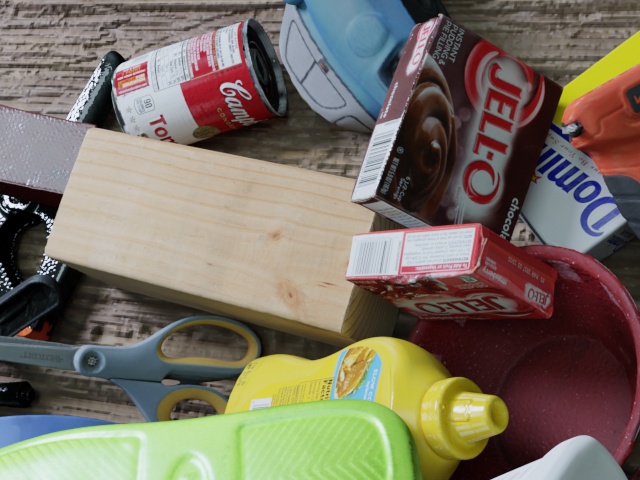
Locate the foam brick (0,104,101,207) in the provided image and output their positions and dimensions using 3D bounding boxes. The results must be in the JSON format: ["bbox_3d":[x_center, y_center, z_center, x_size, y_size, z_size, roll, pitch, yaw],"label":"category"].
[{"bbox_3d":[-0.185,-0.054,0.721,0.078,0.051,0.053,13,79,9],"label":"foam brick"}]

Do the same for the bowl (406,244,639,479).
[{"bbox_3d":[0.117,0.086,0.586,0.162,0.055,0.162,-24,53,35],"label":"bowl"}]

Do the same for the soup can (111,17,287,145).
[{"bbox_3d":[-0.082,-0.103,0.726,0.102,0.068,0.068,-16,69,15],"label":"soup can"}]

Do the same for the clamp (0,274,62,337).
[{"bbox_3d":[-0.242,0.082,0.695,0.172,0.039,0.120,-18,29,48],"label":"clamp"}]

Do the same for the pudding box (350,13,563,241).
[{"bbox_3d":[0.077,-0.055,0.596,0.039,0.090,0.113,0,67,67],"label":"pudding box"}]

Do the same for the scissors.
[{"bbox_3d":[-0.131,0.092,0.652,0.201,0.016,0.096,-6,89,-22],"label":"scissors"}]

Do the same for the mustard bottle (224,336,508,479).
[{"bbox_3d":[0.023,0.103,0.585,0.192,0.058,0.096,-17,57,47],"label":"mustard bottle"}]

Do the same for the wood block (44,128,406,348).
[{"bbox_3d":[-0.054,0.000,0.672,0.206,0.090,0.090,12,78,23],"label":"wood block"}]

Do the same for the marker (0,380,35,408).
[{"bbox_3d":[-0.254,0.108,0.750,0.121,0.020,0.020,-3,73,19],"label":"marker"}]

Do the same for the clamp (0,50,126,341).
[{"bbox_3d":[-0.201,-0.035,0.765,0.165,0.036,0.210,-18,71,12],"label":"clamp"}]

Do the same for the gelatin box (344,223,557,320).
[{"bbox_3d":[0.070,0.020,0.572,0.089,0.073,0.030,-5,66,44],"label":"gelatin box"}]
